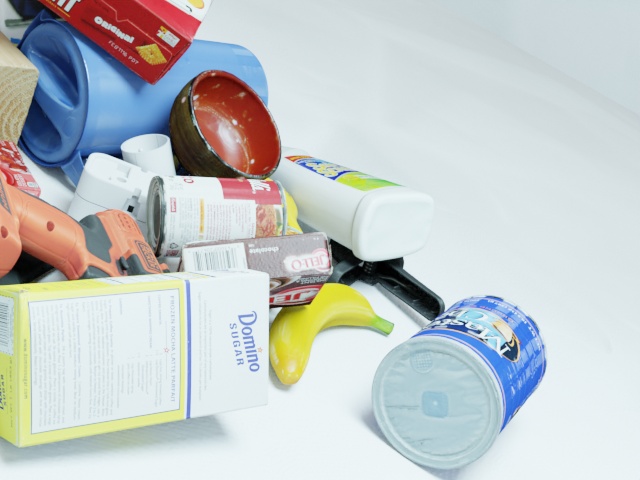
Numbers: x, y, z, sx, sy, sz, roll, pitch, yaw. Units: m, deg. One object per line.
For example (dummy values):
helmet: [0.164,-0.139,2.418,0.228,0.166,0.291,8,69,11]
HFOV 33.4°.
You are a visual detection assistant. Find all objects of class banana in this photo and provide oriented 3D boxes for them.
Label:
banana: [0.000,0.070,0.903,0.070,0.037,0.197,32,23,20]

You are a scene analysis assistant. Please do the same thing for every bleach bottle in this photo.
bleach bottle: [-0.006,-0.052,1.091,0.102,0.068,0.251,-6,23,-42]

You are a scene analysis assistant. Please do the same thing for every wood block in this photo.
wood block: [-0.356,-0.171,0.991,0.090,0.090,0.206,0,34,-45]

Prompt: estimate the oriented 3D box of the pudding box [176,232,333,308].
pudding box: [-0.054,0.028,0.826,0.113,0.090,0.039,-3,71,-12]

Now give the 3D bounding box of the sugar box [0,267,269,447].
sugar box: [-0.115,0.069,0.677,0.175,0.093,0.048,-3,6,-39]

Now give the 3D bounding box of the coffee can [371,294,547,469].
coffee can: [0.114,0.109,0.853,0.103,0.103,0.140,33,23,17]

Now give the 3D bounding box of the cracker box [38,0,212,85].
cracker box: [-0.176,-0.258,0.982,0.164,0.072,0.213,36,35,-17]

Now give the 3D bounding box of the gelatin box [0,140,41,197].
gelatin box: [-0.283,-0.057,0.893,0.073,0.030,0.089,7,28,-37]

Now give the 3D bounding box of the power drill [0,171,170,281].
power drill: [-0.173,0.023,0.739,0.187,0.057,0.185,33,16,-48]

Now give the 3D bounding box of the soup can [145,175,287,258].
soup can: [-0.085,-0.017,0.862,0.102,0.068,0.068,2,30,-19]

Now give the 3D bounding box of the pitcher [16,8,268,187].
pitcher: [-0.167,-0.132,1.040,0.242,0.149,0.145,-7,29,-46]

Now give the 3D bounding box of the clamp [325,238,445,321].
clamp: [0.042,0.023,1.053,0.120,0.039,0.172,18,16,-25]
